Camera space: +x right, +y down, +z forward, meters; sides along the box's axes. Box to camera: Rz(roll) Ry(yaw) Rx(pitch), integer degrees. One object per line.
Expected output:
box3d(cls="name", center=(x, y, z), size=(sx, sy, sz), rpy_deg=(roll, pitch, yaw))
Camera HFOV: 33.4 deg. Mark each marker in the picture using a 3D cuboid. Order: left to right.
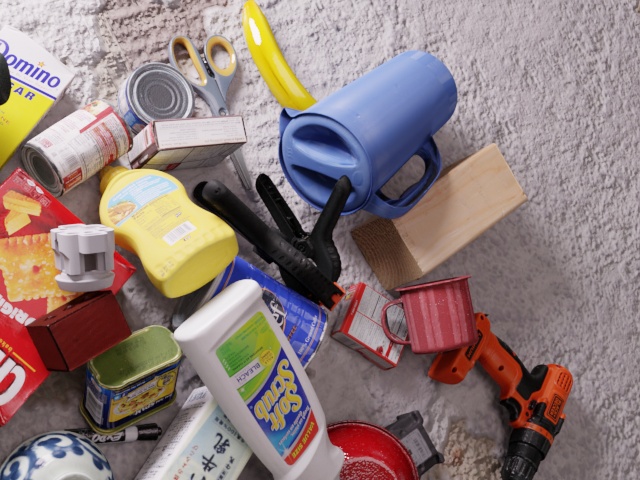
box3d(cls="marker", center=(-0.223, 0.203, 1.111), size=(0.120, 0.020, 0.020), rpy_deg=(1, 75, -29))

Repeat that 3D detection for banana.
box3d(cls="banana", center=(-0.046, -0.208, 1.330), size=(0.198, 0.037, 0.069), rpy_deg=(54, 29, -8))

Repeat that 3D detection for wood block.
box3d(cls="wood block", center=(0.152, -0.031, 1.352), size=(0.205, 0.091, 0.090), rpy_deg=(-33, 93, -33))

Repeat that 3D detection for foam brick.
box3d(cls="foam brick", center=(-0.234, 0.087, 1.039), size=(0.078, 0.053, 0.051), rpy_deg=(-31, 105, -37))

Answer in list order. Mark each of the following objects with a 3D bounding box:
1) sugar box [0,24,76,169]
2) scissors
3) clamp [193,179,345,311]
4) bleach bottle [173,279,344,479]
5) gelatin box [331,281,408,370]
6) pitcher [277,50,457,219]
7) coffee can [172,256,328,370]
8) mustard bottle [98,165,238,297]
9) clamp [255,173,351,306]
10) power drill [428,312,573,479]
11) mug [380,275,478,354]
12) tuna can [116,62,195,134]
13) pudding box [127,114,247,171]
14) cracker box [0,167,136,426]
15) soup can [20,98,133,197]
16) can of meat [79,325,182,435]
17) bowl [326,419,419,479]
box3d(cls="sugar box", center=(-0.347, -0.138, 1.129), size=(0.093, 0.048, 0.176), rpy_deg=(36, 62, -12))
box3d(cls="scissors", center=(-0.110, -0.166, 1.290), size=(0.096, 0.016, 0.202), rpy_deg=(-36, 94, -33))
box3d(cls="clamp", center=(-0.058, 0.001, 1.171), size=(0.210, 0.164, 0.036), rpy_deg=(40, 86, -2))
box3d(cls="bleach bottle", center=(-0.043, 0.169, 1.104), size=(0.102, 0.068, 0.251), rpy_deg=(-40, 106, -22))
box3d(cls="gelatin box", center=(0.065, 0.105, 1.297), size=(0.089, 0.030, 0.073), rpy_deg=(34, 61, -19))
box3d(cls="pitcher", center=(0.075, -0.134, 1.305), size=(0.242, 0.145, 0.149), rpy_deg=(-40, 124, -42))
box3d(cls="coffee can", center=(-0.077, 0.085, 1.180), size=(0.140, 0.103, 0.102), rpy_deg=(32, 62, -18))
box3d(cls="mustard bottle", center=(-0.179, -0.024, 1.138), size=(0.096, 0.058, 0.192), rpy_deg=(-36, 55, -20))
box3d(cls="clamp", center=(-0.024, -0.002, 1.246), size=(0.039, 0.120, 0.171), rpy_deg=(-22, 121, -55))
box3d(cls="power drill", center=(0.225, 0.196, 1.345), size=(0.187, 0.057, 0.184), rpy_deg=(41, 56, -16))
box3d(cls="mug", center=(0.131, 0.092, 1.276), size=(0.117, 0.093, 0.081), rpy_deg=(-11, 88, -4))
box3d(cls="tuna can", center=(-0.189, -0.161, 1.233), size=(0.086, 0.034, 0.086), rpy_deg=(9, 71, -27))
box3d(cls="pudding box", center=(-0.151, -0.109, 1.205), size=(0.113, 0.090, 0.039), rpy_deg=(-10, 81, -31))
box3d(cls="cracker box", center=(-0.316, 0.057, 1.072), size=(0.164, 0.072, 0.213), rpy_deg=(44, 59, -12))
box3d(cls="soup can", center=(-0.262, -0.100, 1.153), size=(0.102, 0.069, 0.068), rpy_deg=(-40, 96, -32))
box3d(cls="can of meat", center=(-0.194, 0.142, 1.098), size=(0.101, 0.084, 0.057), rpy_deg=(-24, 59, -33))
box3d(cls="bowl", center=(0.039, 0.282, 1.183), size=(0.162, 0.055, 0.162), rpy_deg=(1, 84, -10))
